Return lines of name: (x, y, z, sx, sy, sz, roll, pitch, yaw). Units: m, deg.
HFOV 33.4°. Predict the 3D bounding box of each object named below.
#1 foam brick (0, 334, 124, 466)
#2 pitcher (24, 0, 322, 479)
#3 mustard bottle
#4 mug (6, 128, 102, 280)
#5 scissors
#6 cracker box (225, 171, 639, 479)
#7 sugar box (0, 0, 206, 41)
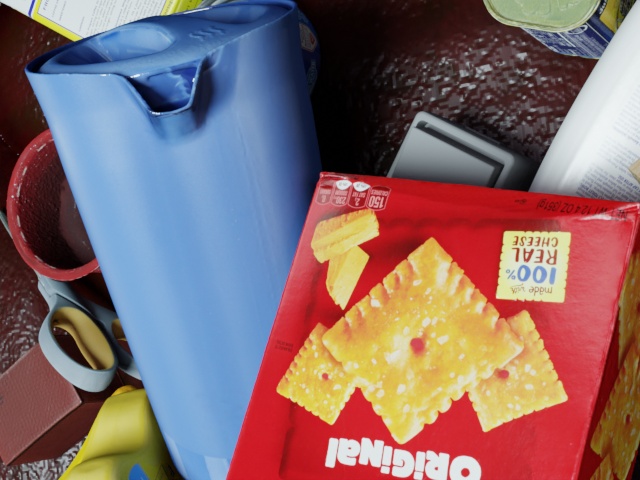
foam brick: (-0.175, 0.103, 0.697, 0.078, 0.051, 0.053, -39, 69, 21)
pitcher: (-0.054, 0.001, 0.563, 0.145, 0.149, 0.243, 5, 117, 37)
mustard bottle: (-0.104, 0.155, 0.561, 0.058, 0.191, 0.096, -11, 104, 4)
mug: (-0.124, -0.030, 0.659, 0.093, 0.081, 0.117, 48, 109, 22)
scissors: (-0.155, 0.038, 0.700, 0.016, 0.096, 0.202, -61, 33, 17)
cracker box: (0.047, 0.082, 0.462, 0.164, 0.072, 0.213, 10, 78, 38)
sugar box: (-0.145, -0.175, 0.700, 0.176, 0.048, 0.093, 32, 102, 30)
